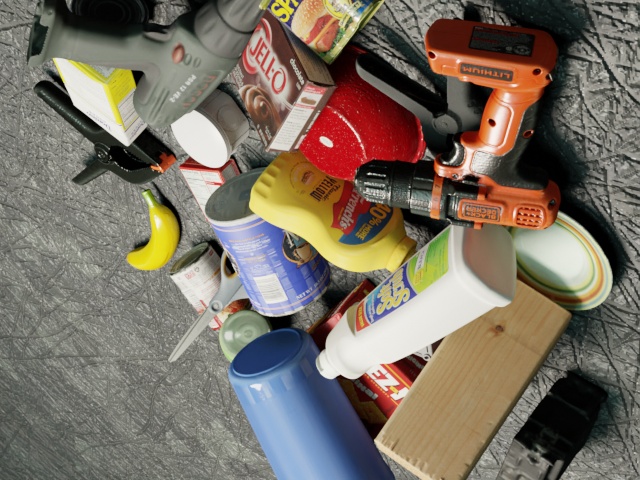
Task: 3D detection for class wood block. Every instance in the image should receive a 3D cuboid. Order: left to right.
[{"bbox_3d":[0.150,0.141,1.046,0.091,0.206,0.090,34,170,15],"label":"wood block"}]

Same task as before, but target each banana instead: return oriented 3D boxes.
[{"bbox_3d":[-0.228,0.000,1.469,0.070,0.037,0.198,54,149,15],"label":"banana"}]

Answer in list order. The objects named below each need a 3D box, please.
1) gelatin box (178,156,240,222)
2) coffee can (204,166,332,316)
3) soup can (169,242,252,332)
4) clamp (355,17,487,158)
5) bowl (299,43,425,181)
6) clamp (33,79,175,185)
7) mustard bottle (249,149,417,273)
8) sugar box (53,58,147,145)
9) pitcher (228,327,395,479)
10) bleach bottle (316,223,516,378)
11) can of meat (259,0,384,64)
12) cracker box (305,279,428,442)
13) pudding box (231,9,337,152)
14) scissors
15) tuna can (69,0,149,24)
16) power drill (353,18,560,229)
[{"bbox_3d":[-0.121,-0.060,1.286,0.073,0.030,0.089,10,135,43],"label":"gelatin box"},{"bbox_3d":[-0.058,0.002,1.222,0.103,0.102,0.140,9,135,42],"label":"coffee can"},{"bbox_3d":[-0.145,0.062,1.418,0.069,0.068,0.102,-14,117,53],"label":"soup can"},{"bbox_3d":[0.121,-0.120,0.950,0.171,0.039,0.120,46,146,-18],"label":"clamp"},{"bbox_3d":[0.022,-0.113,1.049,0.162,0.055,0.162,29,145,22],"label":"bowl"},{"bbox_3d":[-0.276,-0.128,1.368,0.210,0.036,0.164,12,137,37],"label":"clamp"},{"bbox_3d":[0.027,-0.022,1.108,0.192,0.096,0.058,34,147,12],"label":"mustard bottle"},{"bbox_3d":[-0.256,-0.182,1.234,0.093,0.048,0.176,38,168,9],"label":"sugar box"},{"bbox_3d":[-0.018,0.226,1.293,0.149,0.144,0.243,-11,117,32],"label":"pitcher"},{"bbox_3d":[0.081,0.074,1.048,0.068,0.102,0.251,34,129,-19],"label":"bleach bottle"},{"bbox_3d":[0.005,-0.216,0.947,0.084,0.057,0.102,42,148,-3],"label":"can of meat"},{"bbox_3d":[0.052,0.160,1.315,0.164,0.072,0.214,43,147,-1],"label":"cracker box"},{"bbox_3d":[-0.036,-0.152,1.010,0.090,0.039,0.113,-57,47,38],"label":"pudding box"},{"bbox_3d":[-0.109,0.082,1.338,0.096,0.202,0.016,24,-168,-5],"label":"scissors"},{"bbox_3d":[-0.227,-0.236,1.146,0.086,0.086,0.034,37,146,9],"label":"tuna can"},{"bbox_3d":[0.121,-0.094,0.909,0.184,0.057,0.188,8,134,9],"label":"power drill"}]
